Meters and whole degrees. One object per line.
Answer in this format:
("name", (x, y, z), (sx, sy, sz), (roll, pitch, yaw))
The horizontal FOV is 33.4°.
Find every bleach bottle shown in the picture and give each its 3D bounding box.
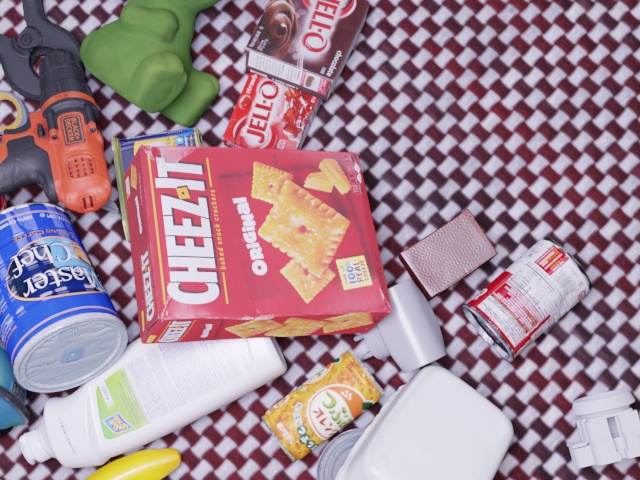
("bleach bottle", (-0.163, 0.133, 0.990), (0.251, 0.068, 0.102), (-26, 79, 0))

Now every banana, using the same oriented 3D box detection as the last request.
("banana", (-0.212, 0.259, 0.986), (0.069, 0.037, 0.198), (38, 85, -13))

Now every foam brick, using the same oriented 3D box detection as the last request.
("foam brick", (0.119, 0.015, 1.007), (0.078, 0.051, 0.053), (-32, 83, -4))

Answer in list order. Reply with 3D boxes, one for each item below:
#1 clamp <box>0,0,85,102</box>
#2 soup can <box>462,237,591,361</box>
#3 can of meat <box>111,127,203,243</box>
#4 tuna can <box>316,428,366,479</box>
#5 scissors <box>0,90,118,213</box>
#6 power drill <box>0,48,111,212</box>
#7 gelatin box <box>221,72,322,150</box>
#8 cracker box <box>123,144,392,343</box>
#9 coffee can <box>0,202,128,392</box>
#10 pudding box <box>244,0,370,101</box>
("clamp", (-0.299, -0.191, 1.051), (0.120, 0.039, 0.171), (-33, 82, -2))
("soup can", (0.192, 0.054, 0.991), (0.102, 0.068, 0.068), (-41, 83, -5))
("can of meat", (-0.149, -0.054, 1.019), (0.084, 0.057, 0.102), (-9, 82, -3))
("tuna can", (0.039, 0.217, 0.986), (0.086, 0.034, 0.086), (0, 81, 1))
("scissors", (-0.267, -0.090, 1.025), (0.202, 0.016, 0.096), (13, 74, 16))
("power drill", (-0.291, -0.092, 0.960), (0.187, 0.057, 0.184), (-13, 55, -10))
("gelatin box", (-0.046, -0.121, 1.040), (0.073, 0.030, 0.089), (22, 82, 5))
("cracker box", (-0.056, 0.001, 0.947), (0.213, 0.072, 0.164), (0, 66, -24))
("coffee can", (-0.247, 0.050, 0.959), (0.103, 0.102, 0.140), (-31, 60, -4))
("pudding box", (-0.013, -0.199, 1.031), (0.090, 0.039, 0.113), (21, 62, 4))
